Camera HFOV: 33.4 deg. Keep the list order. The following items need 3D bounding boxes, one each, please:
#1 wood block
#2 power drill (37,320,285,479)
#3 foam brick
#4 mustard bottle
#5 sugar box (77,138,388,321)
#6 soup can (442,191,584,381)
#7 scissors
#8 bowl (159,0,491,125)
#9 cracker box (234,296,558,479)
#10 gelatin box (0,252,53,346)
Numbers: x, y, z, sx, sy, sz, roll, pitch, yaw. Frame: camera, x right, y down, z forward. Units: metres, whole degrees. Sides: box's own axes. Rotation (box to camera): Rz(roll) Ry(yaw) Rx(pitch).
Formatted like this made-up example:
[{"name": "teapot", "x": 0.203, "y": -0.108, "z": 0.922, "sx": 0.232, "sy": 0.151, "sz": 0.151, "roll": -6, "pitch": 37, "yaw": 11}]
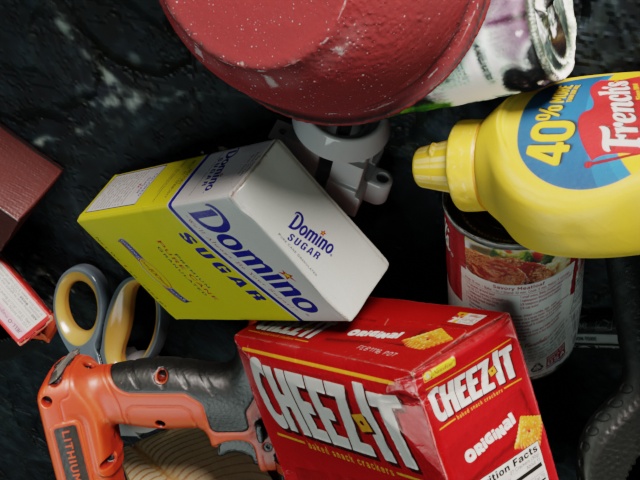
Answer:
[{"name": "wood block", "x": -0.080, "y": 0.233, "z": 0.811, "sx": 0.091, "sy": 0.090, "sz": 0.206, "roll": 55, "pitch": 159, "yaw": 41}, {"name": "power drill", "x": -0.071, "y": 0.129, "z": 0.674, "sx": 0.188, "sy": 0.057, "sz": 0.184, "roll": -8, "pitch": 104, "yaw": 7}, {"name": "foam brick", "x": -0.208, "y": -0.038, "z": 0.650, "sx": 0.078, "sy": 0.051, "sz": 0.053, "roll": 36, "pitch": 139, "yaw": -11}, {"name": "mustard bottle", "x": 0.129, "y": -0.033, "z": 0.439, "sx": 0.192, "sy": 0.096, "sz": 0.058, "roll": 0, "pitch": 133, "yaw": 29}, {"name": "sugar box", "x": -0.054, "y": 0.001, "z": 0.578, "sx": 0.093, "sy": 0.048, "sz": 0.177, "roll": 47, "pitch": 154, "yaw": -23}, {"name": "soup can", "x": 0.096, "y": 0.014, "z": 0.529, "sx": 0.069, "sy": 0.068, "sz": 0.102, "roll": 10, "pitch": 138, "yaw": 19}, {"name": "scissors", "x": -0.161, "y": 0.103, "z": 0.725, "sx": 0.096, "sy": 0.016, "sz": 0.202, "roll": 31, "pitch": 108, "yaw": 20}, {"name": "bowl", "x": -0.015, "y": -0.117, "z": 0.416, "sx": 0.162, "sy": 0.055, "sz": 0.162, "roll": 13, "pitch": 116, "yaw": 28}, {"name": "cracker box", "x": 0.049, "y": 0.141, "z": 0.561, "sx": 0.164, "sy": 0.072, "sz": 0.213, "roll": 2, "pitch": 114, "yaw": 56}, {"name": "gelatin box", "x": -0.215, "y": 0.025, "z": 0.704, "sx": 0.089, "sy": 0.030, "sz": 0.073, "roll": 50, "pitch": 168, "yaw": -10}]
